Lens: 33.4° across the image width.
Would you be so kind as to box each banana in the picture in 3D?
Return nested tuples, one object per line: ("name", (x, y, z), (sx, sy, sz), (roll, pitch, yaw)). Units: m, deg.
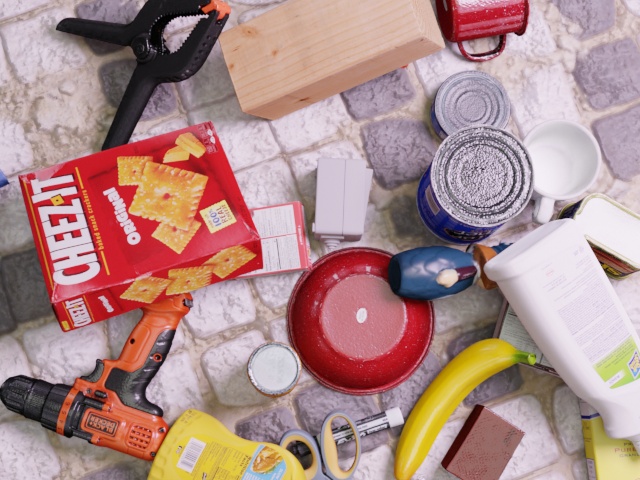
("banana", (0.136, 0.165, 1.109), (0.037, 0.069, 0.198), (35, 106, -23))

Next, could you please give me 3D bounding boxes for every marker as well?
("marker", (0.028, 0.204, 1.130), (0.121, 0.020, 0.020), (-18, 83, -3))

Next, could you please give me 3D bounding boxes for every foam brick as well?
("foam brick", (0.169, 0.218, 1.114), (0.053, 0.051, 0.078), (33, 84, 3))

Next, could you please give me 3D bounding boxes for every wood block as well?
("wood block", (0.011, -0.207, 1.110), (0.206, 0.090, 0.090), (-20, 83, 20))

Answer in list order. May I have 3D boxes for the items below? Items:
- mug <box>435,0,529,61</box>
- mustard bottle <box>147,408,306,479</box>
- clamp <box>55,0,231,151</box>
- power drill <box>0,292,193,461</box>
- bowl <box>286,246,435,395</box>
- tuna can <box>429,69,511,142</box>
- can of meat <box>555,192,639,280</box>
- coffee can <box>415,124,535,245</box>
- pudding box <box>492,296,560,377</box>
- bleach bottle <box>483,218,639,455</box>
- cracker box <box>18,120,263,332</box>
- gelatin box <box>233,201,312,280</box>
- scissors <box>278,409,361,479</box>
("mug", (0.173, -0.250, 1.159), (0.081, 0.093, 0.117), (-11, 124, -5))
("mustard bottle", (-0.072, 0.247, 1.075), (0.192, 0.058, 0.096), (19, 65, 20))
("clamp", (-0.182, -0.191, 1.134), (0.210, 0.036, 0.164), (-17, 87, 27))
("power drill", (-0.226, 0.120, 1.122), (0.184, 0.057, 0.187), (19, 85, 2))
("bowl", (0.044, 0.083, 1.128), (0.162, 0.055, 0.162), (0, 82, 0))
("tuna can", (0.164, -0.142, 1.169), (0.086, 0.034, 0.086), (0, 83, -1))
("can of meat", (0.304, -0.005, 1.127), (0.102, 0.084, 0.057), (29, 83, 3))
("coffee can", (0.157, -0.054, 1.104), (0.103, 0.140, 0.103), (0, 82, -1))
("pudding box", (0.238, 0.081, 1.139), (0.090, 0.039, 0.113), (18, 80, 5))
("bleach bottle", (0.267, 0.108, 1.063), (0.102, 0.068, 0.251), (-32, 96, -18))
("cracker box", (-0.184, -0.020, 1.091), (0.213, 0.072, 0.164), (-17, 59, -10))
("gelatin box", (-0.058, 0.001, 1.144), (0.089, 0.030, 0.073), (-9, 82, 10))
("scissors", (0.004, 0.277, 1.112), (0.096, 0.016, 0.202), (0, 91, -2))
